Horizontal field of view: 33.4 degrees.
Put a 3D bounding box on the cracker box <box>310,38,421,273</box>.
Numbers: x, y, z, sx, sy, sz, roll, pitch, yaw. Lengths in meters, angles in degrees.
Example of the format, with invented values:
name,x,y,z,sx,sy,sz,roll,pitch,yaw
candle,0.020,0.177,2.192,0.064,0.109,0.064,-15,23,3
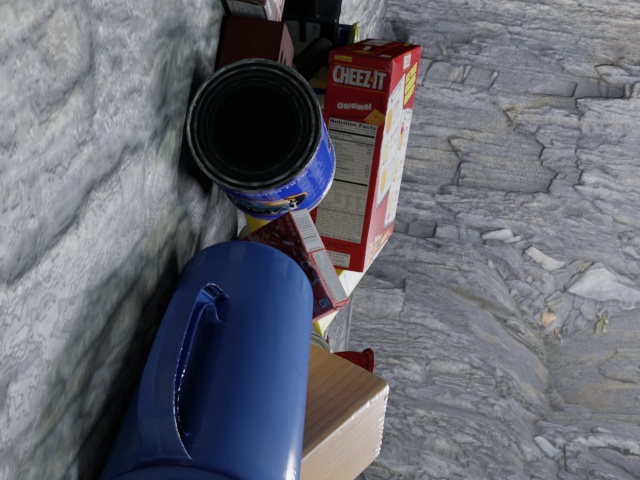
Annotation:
name,x,y,z,sx,sy,sz,roll,pitch,yaw
cracker box,0.043,-0.093,1.096,0.164,0.072,0.214,-45,144,-69

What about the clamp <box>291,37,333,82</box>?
name,x,y,z,sx,sy,sz,roll,pitch,yaw
clamp,-0.035,-0.147,1.026,0.171,0.039,0.120,-16,128,-77

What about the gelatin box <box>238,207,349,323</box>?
name,x,y,z,sx,sy,sz,roll,pitch,yaw
gelatin box,-0.027,0.029,0.874,0.030,0.073,0.089,-13,76,-57

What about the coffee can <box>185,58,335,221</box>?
name,x,y,z,sx,sy,sz,roll,pitch,yaw
coffee can,-0.044,-0.076,0.855,0.140,0.103,0.103,59,39,-81

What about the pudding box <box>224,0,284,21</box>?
name,x,y,z,sx,sy,sz,roll,pitch,yaw
pudding box,-0.051,-0.224,0.906,0.113,0.039,0.090,57,41,-82

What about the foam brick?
name,x,y,z,sx,sy,sz,roll,pitch,yaw
foam brick,-0.054,-0.151,0.903,0.078,0.051,0.053,55,43,-82

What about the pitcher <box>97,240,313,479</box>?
name,x,y,z,sx,sy,sz,roll,pitch,yaw
pitcher,-0.071,0.104,0.743,0.149,0.145,0.242,-48,-160,34

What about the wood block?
name,x,y,z,sx,sy,sz,roll,pitch,yaw
wood block,-0.038,0.183,0.896,0.205,0.090,0.091,-32,137,-46
